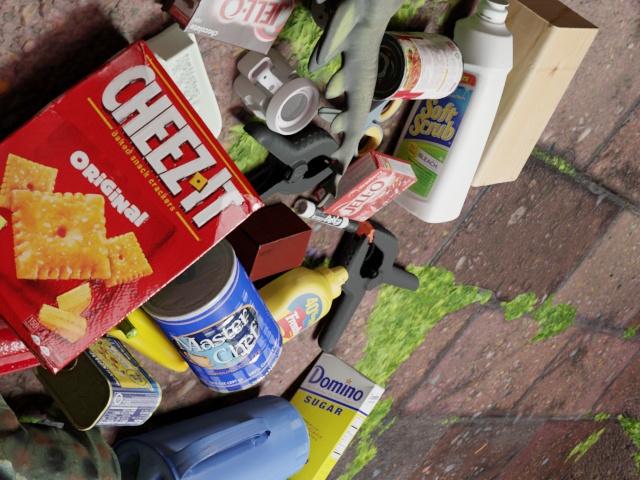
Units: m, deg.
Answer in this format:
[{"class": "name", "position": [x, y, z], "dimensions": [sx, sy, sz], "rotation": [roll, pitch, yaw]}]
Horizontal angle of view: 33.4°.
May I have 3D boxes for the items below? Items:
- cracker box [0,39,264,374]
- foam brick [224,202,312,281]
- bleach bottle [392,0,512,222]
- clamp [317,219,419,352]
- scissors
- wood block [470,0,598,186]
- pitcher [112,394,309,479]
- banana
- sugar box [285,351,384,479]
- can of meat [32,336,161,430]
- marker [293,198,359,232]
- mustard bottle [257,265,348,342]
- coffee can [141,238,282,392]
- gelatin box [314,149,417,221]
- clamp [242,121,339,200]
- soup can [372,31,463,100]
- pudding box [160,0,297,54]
[{"class": "cracker box", "position": [-0.176, -0.027, 0.826], "dimensions": [0.213, 0.072, 0.164], "rotation": [-39, 106, -10]}, {"class": "foam brick", "position": [-0.057, 0.001, 1.122], "dimensions": [0.078, 0.051, 0.053], "rotation": [-17, 138, -42]}, {"class": "bleach bottle", "position": [0.145, -0.149, 1.168], "dimensions": [0.067, 0.103, 0.251], "rotation": [-11, 130, -40]}, {"class": "clamp", "position": [0.066, 0.040, 1.342], "dimensions": [0.164, 0.036, 0.210], "rotation": [-31, 147, -25]}, {"class": "scissors", "position": [0.045, -0.135, 1.081], "dimensions": [0.096, 0.016, 0.201], "rotation": [-54, 164, -3]}, {"class": "wood block", "position": [0.215, -0.173, 1.219], "dimensions": [0.090, 0.090, 0.206], "rotation": [-10, 135, -45]}, {"class": "pitcher", "position": [-0.121, 0.263, 1.282], "dimensions": [0.242, 0.149, 0.145], "rotation": [-15, 110, -48]}, {"class": "banana", "position": [-0.182, 0.092, 1.056], "dimensions": [0.037, 0.070, 0.197], "rotation": [-38, 163, -2]}, {"class": "sugar box", "position": [-0.003, 0.243, 1.418], "dimensions": [0.176, 0.093, 0.048], "rotation": [-58, 153, -3]}, {"class": "can of meat", "position": [-0.215, 0.135, 1.035], "dimensions": [0.057, 0.102, 0.083], "rotation": [-52, 152, 12]}, {"class": "marker", "position": [0.009, -0.027, 1.205], "dimensions": [0.020, 0.020, 0.120], "rotation": [-53, 150, 12]}, {"class": "mustard bottle", "position": [-0.046, 0.082, 1.228], "dimensions": [0.191, 0.058, 0.096], "rotation": [-31, 148, -25]}, {"class": "coffee can", "position": [-0.108, 0.073, 1.066], "dimensions": [0.102, 0.103, 0.140], "rotation": [-40, 138, -12]}, {"class": "gelatin box", "position": [0.050, -0.058, 1.172], "dimensions": [0.089, 0.030, 0.073], "rotation": [-37, 151, 29]}, {"class": "clamp", "position": [-0.034, -0.082, 1.061], "dimensions": [0.171, 0.039, 0.120], "rotation": [-27, 155, -41]}, {"class": "soup can", "position": [0.089, -0.176, 1.076], "dimensions": [0.102, 0.069, 0.069], "rotation": [-9, 134, -48]}, {"class": "pudding box", "position": [-0.064, -0.206, 0.870], "dimensions": [0.113, 0.039, 0.090], "rotation": [4, 124, -54]}]
